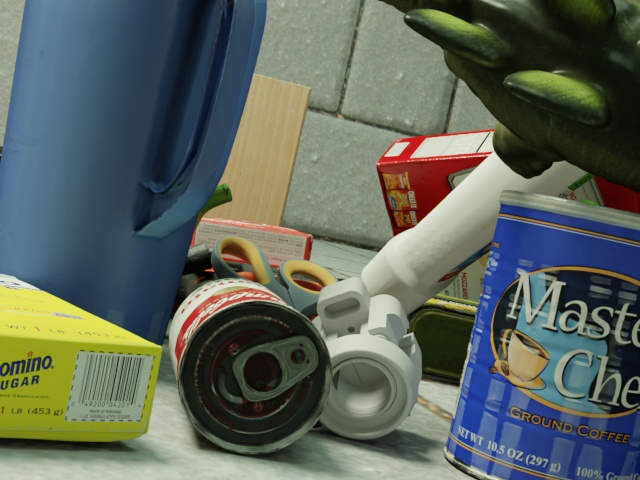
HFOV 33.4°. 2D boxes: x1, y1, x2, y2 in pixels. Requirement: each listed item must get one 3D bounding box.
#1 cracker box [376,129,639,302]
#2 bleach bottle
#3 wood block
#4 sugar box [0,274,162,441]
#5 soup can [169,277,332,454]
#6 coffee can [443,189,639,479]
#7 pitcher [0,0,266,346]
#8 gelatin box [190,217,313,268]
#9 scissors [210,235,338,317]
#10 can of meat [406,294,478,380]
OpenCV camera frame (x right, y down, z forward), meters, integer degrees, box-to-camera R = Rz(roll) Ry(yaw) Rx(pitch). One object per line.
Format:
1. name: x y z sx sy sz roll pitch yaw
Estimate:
1. cracker box: 0.171 -0.013 0.920 0.214 0.164 0.072 -3 27 26
2. bleach bottle: 0.121 -0.020 0.807 0.068 0.251 0.102 52 18 9
3. wood block: -0.078 -0.043 0.950 0.090 0.206 0.090 12 2 -9
4. sugar box: -0.152 0.043 0.475 0.093 0.048 0.176 10 4 -37
5. soup can: -0.037 0.056 0.510 0.068 0.068 0.102 12 2 -11
6. coffee can: 0.128 0.053 0.544 0.103 0.140 0.103 12 2 -1
7. pitcher: -0.114 -0.056 0.610 0.145 0.243 0.149 12 3 0
8. gelatin box: -0.055 0.001 0.798 0.089 0.030 0.073 7 2 -10
9. scissors: -0.008 0.051 0.651 0.096 0.016 0.202 7 25 -31
10. can of meat: 0.115 0.080 0.865 0.102 0.057 0.084 12 5 1
